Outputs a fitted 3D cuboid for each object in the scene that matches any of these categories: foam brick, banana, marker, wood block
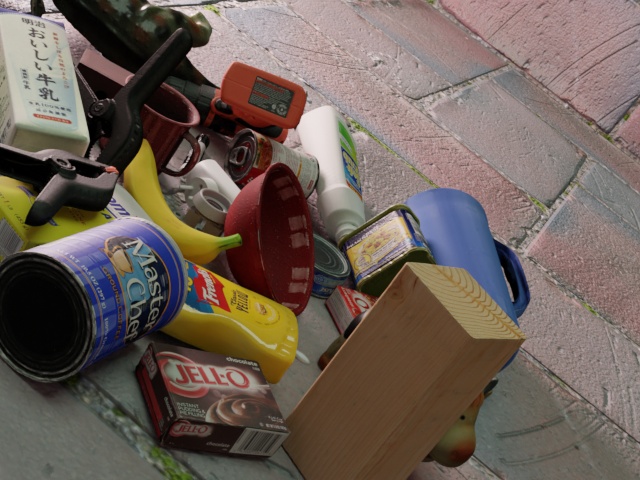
[{"bbox_3d":[-0.254,-0.178,1.248,0.078,0.053,0.051,27,25,-16],"label":"foam brick"},{"bbox_3d":[-0.158,-0.031,1.092,0.198,0.069,0.037,44,-20,33],"label":"banana"},{"bbox_3d":[-0.151,-0.101,1.285,0.020,0.020,0.121,32,23,-10],"label":"marker"},{"bbox_3d":[0.065,0.126,0.913,0.090,0.206,0.091,7,36,-49],"label":"wood block"}]

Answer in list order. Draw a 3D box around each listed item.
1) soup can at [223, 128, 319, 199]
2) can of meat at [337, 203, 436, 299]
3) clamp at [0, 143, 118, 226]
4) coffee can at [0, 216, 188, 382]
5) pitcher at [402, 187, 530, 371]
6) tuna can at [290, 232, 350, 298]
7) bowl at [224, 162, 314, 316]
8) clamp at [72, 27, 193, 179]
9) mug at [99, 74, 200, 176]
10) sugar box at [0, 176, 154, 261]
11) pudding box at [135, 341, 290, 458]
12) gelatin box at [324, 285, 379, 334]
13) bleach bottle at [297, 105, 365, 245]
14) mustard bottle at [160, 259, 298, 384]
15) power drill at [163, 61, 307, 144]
[{"bbox_3d":[-0.060,-0.091,1.330,0.102,0.069,0.068,18,29,-36],"label":"soup can"},{"bbox_3d":[0.079,0.019,1.248,0.057,0.102,0.084,48,14,-38],"label":"can of meat"},{"bbox_3d":[-0.230,-0.048,0.930,0.120,0.039,0.171,47,24,27],"label":"clamp"},{"bbox_3d":[-0.185,0.044,0.858,0.103,0.103,0.140,40,24,10],"label":"coffee can"},{"bbox_3d":[0.173,0.055,1.295,0.243,0.149,0.145,-100,164,-54],"label":"pitcher"},{"bbox_3d":[-0.009,0.025,1.221,0.086,0.034,0.086,29,24,-15],"label":"tuna can"},{"bbox_3d":[-0.057,0.001,1.112,0.162,0.055,0.162,-6,90,-71],"label":"bowl"},{"bbox_3d":[-0.230,-0.131,1.115,0.036,0.165,0.210,53,44,-51],"label":"clamp"},{"bbox_3d":[-0.185,-0.118,1.191,0.117,0.082,0.093,39,23,7],"label":"mug"},{"bbox_3d":[-0.230,-0.014,0.979,0.093,0.048,0.175,46,26,24],"label":"sugar box"},{"bbox_3d":[-0.091,0.134,0.895,0.113,0.039,0.090,18,29,-36],"label":"pudding box"},{"bbox_3d":[0.054,0.094,1.181,0.073,0.030,0.089,18,29,-36],"label":"gelatin box"},{"bbox_3d":[0.023,-0.070,1.398,0.251,0.068,0.102,-101,164,-50],"label":"bleach bottle"},{"bbox_3d":[-0.114,0.059,0.983,0.191,0.058,0.096,27,25,-18],"label":"mustard bottle"},{"bbox_3d":[-0.107,-0.172,1.326,0.184,0.057,0.188,18,-7,-17],"label":"power drill"}]
